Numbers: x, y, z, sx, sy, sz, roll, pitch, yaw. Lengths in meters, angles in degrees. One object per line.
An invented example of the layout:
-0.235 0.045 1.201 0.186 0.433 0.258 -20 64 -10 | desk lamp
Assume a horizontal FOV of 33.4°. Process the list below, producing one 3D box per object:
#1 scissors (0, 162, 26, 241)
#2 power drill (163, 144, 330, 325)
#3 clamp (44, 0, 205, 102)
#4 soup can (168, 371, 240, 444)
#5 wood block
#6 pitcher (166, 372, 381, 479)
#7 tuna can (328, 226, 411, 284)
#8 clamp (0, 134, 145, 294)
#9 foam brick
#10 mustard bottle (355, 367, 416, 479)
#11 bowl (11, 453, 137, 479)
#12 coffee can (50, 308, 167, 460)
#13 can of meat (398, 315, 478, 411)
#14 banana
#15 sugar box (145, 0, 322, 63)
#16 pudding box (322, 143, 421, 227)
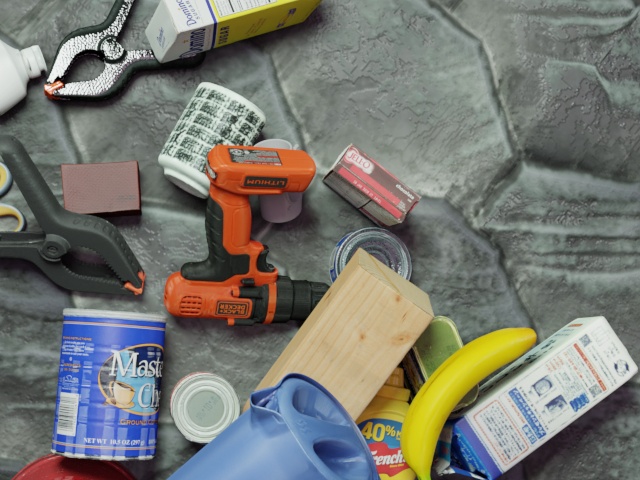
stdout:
-0.401 -0.042 1.087 0.201 0.016 0.096 6 82 -8 | scissors
-0.057 0.001 1.074 0.184 0.057 0.188 3 117 -17 | power drill
-0.208 -0.193 1.122 0.120 0.039 0.171 45 79 1 | clamp
-0.116 0.166 1.065 0.068 0.102 0.068 1 84 -9 | soup can
0.014 0.121 1.063 0.090 0.091 0.206 35 100 -4 | wood block
-0.068 0.248 0.988 0.243 0.144 0.149 -39 76 18 | pitcher
0.054 0.029 1.140 0.086 0.034 0.086 1 84 -9 | tuna can
-0.262 -0.010 1.055 0.209 0.165 0.036 25 36 -18 | clamp
-0.224 -0.051 1.097 0.078 0.051 0.053 -3 85 -9 | foam brick
0.060 0.226 1.108 0.096 0.058 0.191 13 82 -9 | mustard bottle
-0.247 0.291 1.056 0.162 0.055 0.162 1 84 -9 | bowl
-0.208 0.141 1.053 0.102 0.103 0.140 5 84 -8 | coffee can
0.118 0.128 1.114 0.057 0.084 0.102 -21 88 -11 | can of meat
0.135 0.152 1.054 0.069 0.037 0.197 40 80 -21 | banana
-0.085 -0.236 1.099 0.176 0.093 0.048 -24 88 -22 | sugar box
0.051 -0.055 1.108 0.090 0.113 0.039 39 83 -3 | pudding box
